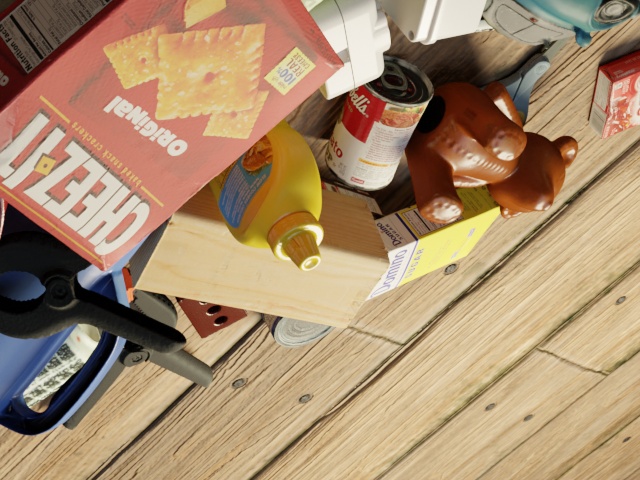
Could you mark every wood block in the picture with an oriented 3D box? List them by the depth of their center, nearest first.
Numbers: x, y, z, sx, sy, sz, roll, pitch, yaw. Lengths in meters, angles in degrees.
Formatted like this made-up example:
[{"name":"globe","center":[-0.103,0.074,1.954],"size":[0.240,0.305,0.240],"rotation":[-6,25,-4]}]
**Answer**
[{"name":"wood block","center":[-0.056,0.001,0.932],"size":[0.205,0.091,0.090],"rotation":[13,127,-28]}]

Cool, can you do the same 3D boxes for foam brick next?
[{"name":"foam brick","center":[-0.111,0.048,1.026],"size":[0.053,0.051,0.078],"rotation":[-28,146,-3]}]

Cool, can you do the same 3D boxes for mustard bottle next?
[{"name":"mustard bottle","center":[-0.047,-0.052,0.822],"size":[0.058,0.192,0.096],"rotation":[4,133,-39]}]

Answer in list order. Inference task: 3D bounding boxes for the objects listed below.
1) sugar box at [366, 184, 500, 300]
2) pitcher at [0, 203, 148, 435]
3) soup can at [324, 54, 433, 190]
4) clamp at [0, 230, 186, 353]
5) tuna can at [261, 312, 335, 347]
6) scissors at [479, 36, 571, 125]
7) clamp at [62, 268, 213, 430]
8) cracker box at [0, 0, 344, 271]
[{"name":"sugar box","center":[0.100,0.001,1.083],"size":[0.175,0.048,0.093],"rotation":[-24,156,-38]},{"name":"pitcher","center":[-0.219,0.025,0.833],"size":[0.149,0.145,0.243],"rotation":[34,107,-35]},{"name":"soup can","center":[0.050,-0.102,0.938],"size":[0.068,0.068,0.102],"rotation":[-7,140,-29]},{"name":"clamp","center":[-0.178,0.020,0.756],"size":[0.171,0.039,0.120],"rotation":[3,101,-10]},{"name":"tuna can","center":[-0.018,0.076,1.143],"size":[0.086,0.034,0.086],"rotation":[-19,144,-15]},{"name":"scissors","center":[0.211,-0.155,1.031],"size":[0.202,0.016,0.096],"rotation":[-36,143,11]},{"name":"clamp","center":[-0.195,0.110,1.055],"size":[0.164,0.036,0.210],"rotation":[-21,142,-13]},{"name":"cracker box","center":[-0.108,-0.098,0.653],"size":[0.213,0.072,0.164],"rotation":[-41,146,1]}]
